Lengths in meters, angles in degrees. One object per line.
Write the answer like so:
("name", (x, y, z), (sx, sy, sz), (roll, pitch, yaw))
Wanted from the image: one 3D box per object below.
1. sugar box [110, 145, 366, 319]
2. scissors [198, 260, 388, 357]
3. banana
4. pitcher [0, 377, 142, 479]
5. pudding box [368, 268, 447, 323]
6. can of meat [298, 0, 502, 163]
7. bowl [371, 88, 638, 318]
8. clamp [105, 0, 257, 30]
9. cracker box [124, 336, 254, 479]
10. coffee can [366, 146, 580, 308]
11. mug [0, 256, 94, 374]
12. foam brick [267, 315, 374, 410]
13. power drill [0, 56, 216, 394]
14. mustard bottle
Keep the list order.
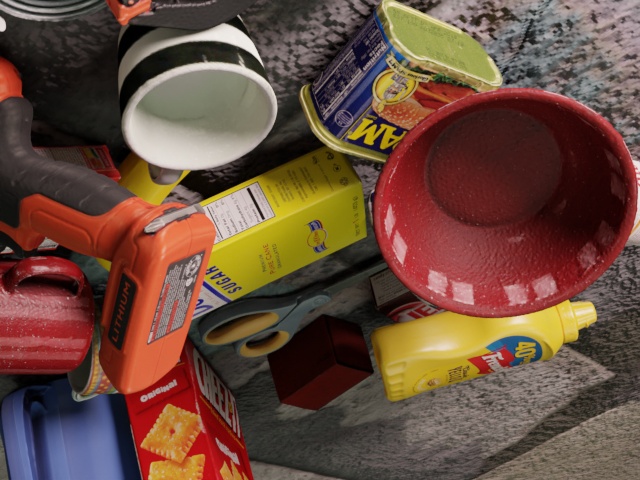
("sugar box", (-0.055, 0.001, 0.753), (0.176, 0.048, 0.093), (-28, 156, -7))
("scissors", (-0.005, 0.058, 0.926), (0.202, 0.016, 0.096), (-17, 149, 1))
("banana", (-0.117, -0.029, 0.729), (0.069, 0.037, 0.198), (-16, 154, -36))
("pitcher", (-0.200, 0.242, 0.906), (0.149, 0.243, 0.145), (3, 141, -29))
("pudding box", (0.112, 0.038, 0.925), (0.114, 0.039, 0.090), (-29, 145, 21))
("can of meat", (0.052, -0.097, 0.680), (0.101, 0.057, 0.084), (12, 135, -38))
("bowl", (0.112, -0.031, 0.669), (0.162, 0.055, 0.162), (0, 122, 0))
("clamp", (-0.030, -0.161, 0.538), (0.171, 0.039, 0.120), (-25, 144, -24))
("cracker box", (-0.100, 0.210, 0.928), (0.072, 0.214, 0.164), (-20, 148, 2))
("coffee can", (0.119, -0.028, 0.769), (0.140, 0.103, 0.102), (-32, 144, 23))
("mug", (-0.208, 0.047, 0.753), (0.081, 0.093, 0.117), (6, 140, -39))
("foam brick", (0.000, 0.113, 0.977), (0.078, 0.053, 0.051), (-37, 142, 30))
("power drill", (-0.160, 0.008, 0.604), (0.057, 0.188, 0.185), (-31, 145, -57))
("mustard bottle", (0.142, 0.085, 0.918), (0.191, 0.058, 0.096), (-15, 151, 0))
